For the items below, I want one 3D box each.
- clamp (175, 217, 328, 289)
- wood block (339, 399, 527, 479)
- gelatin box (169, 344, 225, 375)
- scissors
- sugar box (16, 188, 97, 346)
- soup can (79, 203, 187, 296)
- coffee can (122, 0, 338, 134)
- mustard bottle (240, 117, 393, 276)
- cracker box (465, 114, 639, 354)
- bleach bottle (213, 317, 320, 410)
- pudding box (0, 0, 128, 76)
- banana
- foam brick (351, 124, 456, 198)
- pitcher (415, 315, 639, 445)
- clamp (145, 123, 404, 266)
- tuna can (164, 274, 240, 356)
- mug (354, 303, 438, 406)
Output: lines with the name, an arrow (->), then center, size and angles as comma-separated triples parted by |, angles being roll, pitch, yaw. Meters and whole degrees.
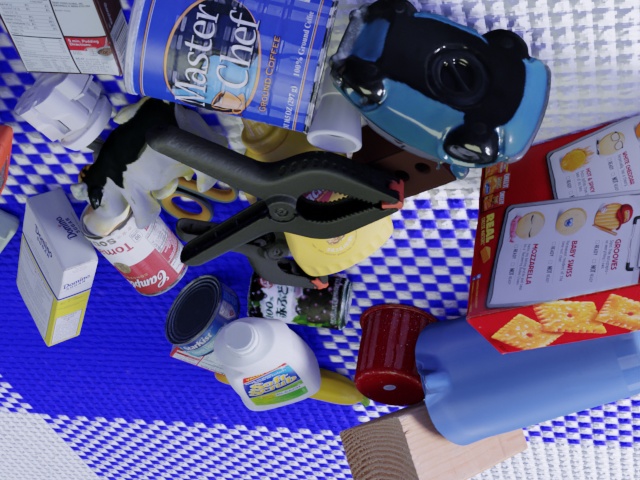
clamp -> -0.057, 0.001, 1.043 | 0.120, 0.039, 0.171 | -21, 134, 18
wood block -> 0.129, 0.221, 1.176 | 0.090, 0.091, 0.205 | -24, 170, 41
gelatin box -> -0.130, 0.121, 1.266 | 0.073, 0.030, 0.089 | 21, 145, -14
scissors -> -0.178, -0.063, 1.026 | 0.201, 0.016, 0.096 | 15, 143, -3
sugar box -> -0.281, 0.031, 1.131 | 0.048, 0.093, 0.176 | -20, 159, -31
soup can -> -0.187, 0.000, 1.077 | 0.069, 0.068, 0.102 | -7, 140, 27
coffee can -> -0.066, -0.145, 0.798 | 0.140, 0.102, 0.103 | 13, 146, -1
mustard bottle -> -0.016, -0.051, 0.948 | 0.096, 0.058, 0.191 | -27, 132, 12
cracker box -> 0.229, -0.009, 0.844 | 0.214, 0.164, 0.072 | -15, 139, 34
bleach bottle -> -0.067, 0.128, 1.143 | 0.102, 0.068, 0.250 | -15, 162, 5
pudding box -> -0.207, -0.182, 0.848 | 0.090, 0.039, 0.113 | 5, 143, 12
banana -> -0.033, 0.175, 1.305 | 0.198, 0.037, 0.070 | 13, 145, 0
foam brick -> 0.072, -0.073, 0.901 | 0.078, 0.051, 0.053 | -19, 134, 38
pitcher -> 0.231, 0.117, 1.072 | 0.243, 0.149, 0.145 | -21, 119, 35
clamp -> -0.038, -0.042, 0.883 | 0.210, 0.036, 0.164 | -5, 141, 11
tuna can -> -0.128, 0.082, 1.160 | 0.086, 0.086, 0.033 | -19, 136, 38
mug -> 0.093, 0.131, 1.161 | 0.117, 0.081, 0.093 | 20, 145, -10
